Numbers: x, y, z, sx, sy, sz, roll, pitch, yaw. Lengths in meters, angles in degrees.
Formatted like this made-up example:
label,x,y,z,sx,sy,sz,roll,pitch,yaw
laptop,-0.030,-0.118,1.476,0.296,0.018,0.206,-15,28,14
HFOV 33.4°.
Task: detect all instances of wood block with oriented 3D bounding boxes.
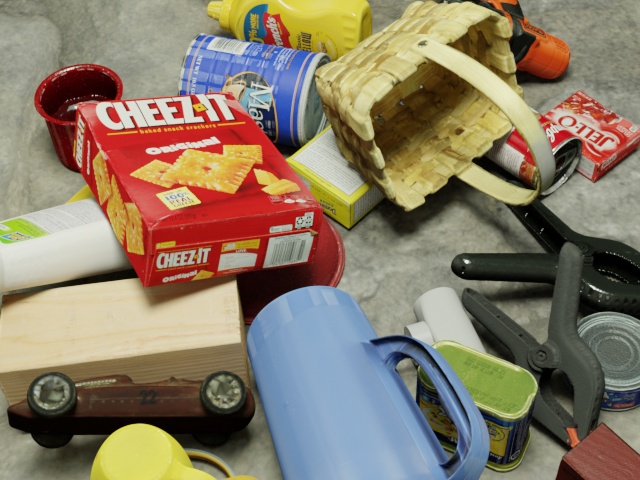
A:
label,x,y,z,sx,sy,sz,roll,pitch,yaw
wood block,-0.170,0.095,0.945,0.206,0.091,0.090,-7,47,-2

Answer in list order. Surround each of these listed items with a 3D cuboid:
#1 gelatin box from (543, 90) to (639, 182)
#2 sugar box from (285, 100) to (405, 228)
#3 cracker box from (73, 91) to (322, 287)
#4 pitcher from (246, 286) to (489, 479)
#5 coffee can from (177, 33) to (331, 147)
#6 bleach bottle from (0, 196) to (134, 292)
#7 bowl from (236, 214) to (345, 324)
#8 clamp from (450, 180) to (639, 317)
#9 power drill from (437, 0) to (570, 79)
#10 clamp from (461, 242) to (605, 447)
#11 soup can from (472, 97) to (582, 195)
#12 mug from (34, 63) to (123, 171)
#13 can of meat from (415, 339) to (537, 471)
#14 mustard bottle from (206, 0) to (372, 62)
label,x,y,z,sx,sy,sz,roll,pitch,yaw
gelatin box,0.281,-0.112,1.126,0.073,0.030,0.089,-35,57,-23
sugar box,0.054,-0.097,1.119,0.093,0.048,0.176,36,58,26
cracker box,-0.117,-0.055,0.976,0.163,0.072,0.214,-8,40,-27
pitcher,0.028,0.145,0.855,0.149,0.145,0.243,-13,44,-12
coffee can,-0.068,-0.160,1.140,0.140,0.103,0.102,12,52,13
bleach bottle,-0.256,0.006,0.964,0.250,0.068,0.103,-14,22,-41
bowl,-0.057,0.001,1.039,0.162,0.055,0.162,-2,50,2
clamp,0.233,0.024,1.001,0.210,0.036,0.164,28,42,20
power drill,0.179,-0.267,1.197,0.184,0.057,0.188,16,40,-34
clamp,0.188,0.097,0.927,0.039,0.120,0.171,1,75,-46
soup can,0.209,-0.102,1.099,0.068,0.068,0.102,-35,57,-23
mug,-0.245,-0.119,1.131,0.093,0.081,0.117,-18,52,-11
can of meat,0.129,0.138,0.897,0.102,0.084,0.057,20,54,19
mustard bottle,-0.039,-0.245,1.212,0.192,0.096,0.058,15,54,15
